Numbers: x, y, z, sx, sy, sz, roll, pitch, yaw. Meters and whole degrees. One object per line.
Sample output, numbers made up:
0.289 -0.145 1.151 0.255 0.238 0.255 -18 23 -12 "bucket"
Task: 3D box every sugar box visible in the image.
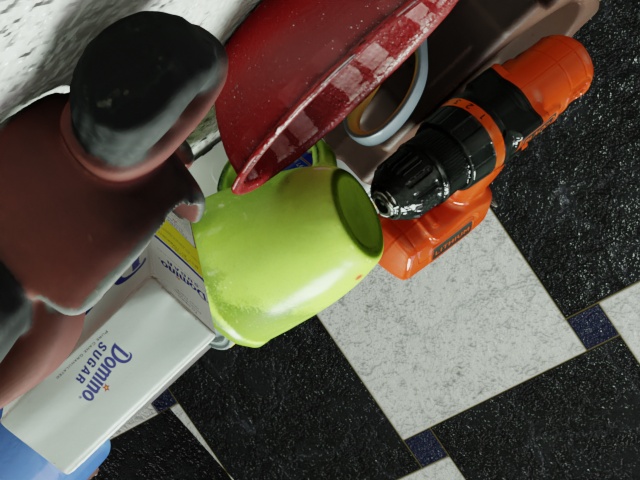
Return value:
-0.104 0.029 0.524 0.093 0.048 0.176 -43 -161 5 "sugar box"

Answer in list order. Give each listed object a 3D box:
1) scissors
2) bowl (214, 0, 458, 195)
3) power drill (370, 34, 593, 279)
0.048 -0.151 0.644 0.016 0.096 0.201 38 71 -55 "scissors"
-0.001 -0.096 0.537 0.162 0.055 0.162 -42 178 -2 "bowl"
0.087 -0.042 0.721 0.184 0.057 0.188 -35 169 -25 "power drill"
